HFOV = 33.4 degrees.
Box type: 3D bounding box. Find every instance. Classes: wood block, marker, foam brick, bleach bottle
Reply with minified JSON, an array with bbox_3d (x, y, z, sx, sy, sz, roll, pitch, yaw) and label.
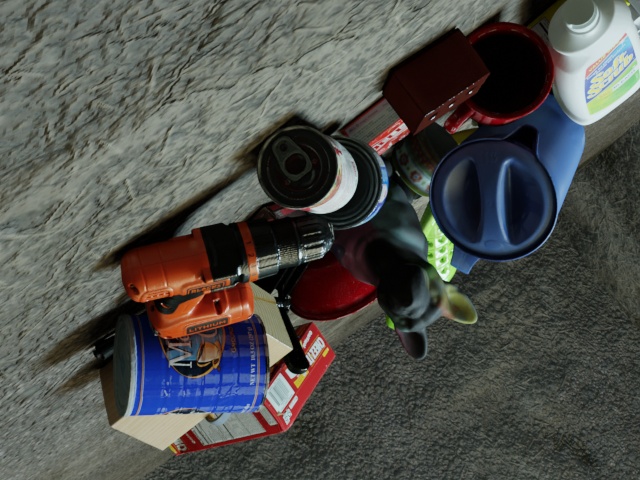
[{"bbox_3d":[-0.146,0.137,1.224,0.206,0.090,0.090,-39,133,16],"label":"wood block"},{"bbox_3d":[-0.190,0.091,1.143,0.121,0.020,0.020,-32,170,-26],"label":"marker"},{"bbox_3d":[0.103,-0.141,0.955,0.078,0.051,0.053,-35,171,-14],"label":"foam brick"},{"bbox_3d":[0.264,-0.186,1.057,0.103,0.068,0.250,-37,163,14],"label":"bleach bottle"}]

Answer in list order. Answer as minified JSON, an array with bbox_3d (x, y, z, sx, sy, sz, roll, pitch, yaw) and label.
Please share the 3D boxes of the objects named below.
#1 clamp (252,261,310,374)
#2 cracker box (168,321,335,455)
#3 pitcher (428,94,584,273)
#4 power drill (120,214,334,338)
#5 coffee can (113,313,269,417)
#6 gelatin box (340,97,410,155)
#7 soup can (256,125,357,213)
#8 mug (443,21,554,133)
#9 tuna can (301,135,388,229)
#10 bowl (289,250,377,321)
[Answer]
[{"bbox_3d":[-0.055,0.085,1.293,0.036,0.164,0.210,10,166,-25],"label":"clamp"},{"bbox_3d":[-0.105,0.205,1.463,0.214,0.072,0.164,-20,-159,37],"label":"cracker box"},{"bbox_3d":[0.212,-0.073,1.177,0.149,0.145,0.242,-17,-166,29],"label":"pitcher"},{"bbox_3d":[-0.088,0.031,0.966,0.184,0.057,0.188,-11,163,-13],"label":"power drill"},{"bbox_3d":[-0.133,0.126,1.084,0.140,0.103,0.103,1,156,-19],"label":"coffee can"},{"bbox_3d":[0.067,-0.115,1.025,0.089,0.030,0.073,-38,171,8],"label":"gelatin box"},{"bbox_3d":[-0.009,-0.058,0.907,0.068,0.068,0.102,-38,172,9],"label":"soup can"},{"bbox_3d":[0.165,-0.147,1.034,0.117,0.093,0.081,-47,176,-1],"label":"mug"},{"bbox_3d":[0.019,-0.053,0.979,0.086,0.086,0.033,-39,173,14],"label":"tuna can"},{"bbox_3d":[0.018,0.023,1.319,0.162,0.055,0.162,-20,-144,15],"label":"bowl"}]
